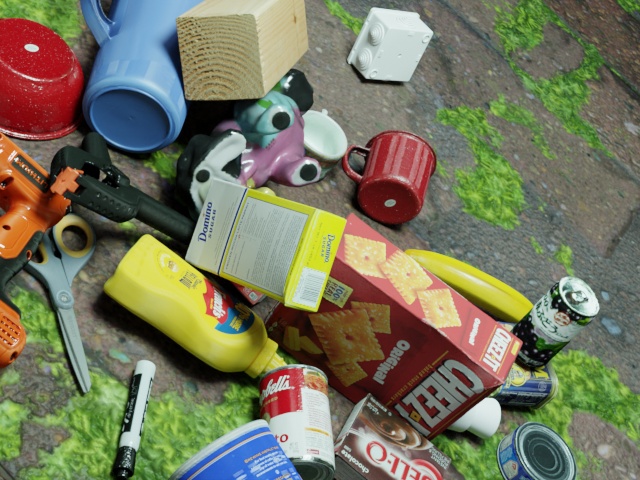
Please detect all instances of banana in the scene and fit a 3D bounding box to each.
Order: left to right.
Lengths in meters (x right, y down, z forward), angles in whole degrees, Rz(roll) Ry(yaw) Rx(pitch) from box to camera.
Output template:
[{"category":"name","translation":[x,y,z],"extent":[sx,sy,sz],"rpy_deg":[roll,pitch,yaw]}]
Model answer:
[{"category":"banana","translation":[0.190,0.063,1.281],"extent":[0.197,0.070,0.037],"rpy_deg":[30,70,-13]}]

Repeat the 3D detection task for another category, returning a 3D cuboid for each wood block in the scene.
[{"category":"wood block","translation":[-0.082,-0.228,1.191],"extent":[0.090,0.091,0.206],"rpy_deg":[0,23,14]}]

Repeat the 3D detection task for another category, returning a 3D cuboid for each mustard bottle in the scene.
[{"category":"mustard bottle","translation":[-0.114,0.075,1.039],"extent":[0.191,0.058,0.096],"rpy_deg":[36,19,-5]}]

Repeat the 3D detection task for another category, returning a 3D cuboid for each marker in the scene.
[{"category":"marker","translation":[-0.167,0.160,0.955],"extent":[0.020,0.020,0.121],"rpy_deg":[23,43,-18]}]

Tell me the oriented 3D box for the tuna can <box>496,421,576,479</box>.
[{"category":"tuna can","translation":[0.238,0.243,1.169],"extent":[0.086,0.034,0.086],"rpy_deg":[20,44,-21]}]

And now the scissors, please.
[{"category":"scissors","translation":[-0.231,0.046,1.012],"extent":[0.096,0.016,0.202],"rpy_deg":[-20,66,-40]}]

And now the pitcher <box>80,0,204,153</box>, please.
[{"category":"pitcher","translation":[-0.195,-0.221,1.199],"extent":[0.149,0.145,0.242],"rpy_deg":[7,48,2]}]

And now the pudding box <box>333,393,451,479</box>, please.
[{"category":"pudding box","translation":[0.066,0.221,1.057],"extent":[0.113,0.039,0.090],"rpy_deg":[38,41,-2]}]

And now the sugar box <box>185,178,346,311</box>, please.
[{"category":"sugar box","translation":[-0.056,0.001,1.029],"extent":[0.048,0.093,0.176],"rpy_deg":[19,1,-38]}]

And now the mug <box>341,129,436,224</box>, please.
[{"category":"mug","translation":[0.080,-0.079,1.306],"extent":[0.117,0.093,0.081],"rpy_deg":[25,47,-8]}]

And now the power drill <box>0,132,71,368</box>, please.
[{"category":"power drill","translation":[-0.308,-0.006,0.924],"extent":[0.184,0.057,0.187],"rpy_deg":[47,41,-29]}]

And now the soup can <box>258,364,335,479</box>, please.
[{"category":"soup can","translation":[-0.023,0.178,1.009],"extent":[0.068,0.069,0.102],"rpy_deg":[16,46,-25]}]

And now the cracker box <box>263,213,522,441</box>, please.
[{"category":"cracker box","translation":[0.065,0.097,1.073],"extent":[0.213,0.164,0.072],"rpy_deg":[38,46,-2]}]

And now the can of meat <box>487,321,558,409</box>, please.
[{"category":"can of meat","translation":[0.213,0.141,1.227],"extent":[0.083,0.058,0.102],"rpy_deg":[8,50,-29]}]

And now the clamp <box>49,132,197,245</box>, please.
[{"category":"clamp","translation":[-0.212,-0.060,1.044],"extent":[0.165,0.036,0.209],"rpy_deg":[43,8,15]}]

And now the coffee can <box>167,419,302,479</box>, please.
[{"category":"coffee can","translation":[-0.052,0.239,0.905],"extent":[0.102,0.103,0.140],"rpy_deg":[-18,66,-45]}]

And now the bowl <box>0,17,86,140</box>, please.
[{"category":"bowl","translation":[-0.315,-0.184,1.132],"extent":[0.162,0.055,0.162],"rpy_deg":[21,43,-21]}]
